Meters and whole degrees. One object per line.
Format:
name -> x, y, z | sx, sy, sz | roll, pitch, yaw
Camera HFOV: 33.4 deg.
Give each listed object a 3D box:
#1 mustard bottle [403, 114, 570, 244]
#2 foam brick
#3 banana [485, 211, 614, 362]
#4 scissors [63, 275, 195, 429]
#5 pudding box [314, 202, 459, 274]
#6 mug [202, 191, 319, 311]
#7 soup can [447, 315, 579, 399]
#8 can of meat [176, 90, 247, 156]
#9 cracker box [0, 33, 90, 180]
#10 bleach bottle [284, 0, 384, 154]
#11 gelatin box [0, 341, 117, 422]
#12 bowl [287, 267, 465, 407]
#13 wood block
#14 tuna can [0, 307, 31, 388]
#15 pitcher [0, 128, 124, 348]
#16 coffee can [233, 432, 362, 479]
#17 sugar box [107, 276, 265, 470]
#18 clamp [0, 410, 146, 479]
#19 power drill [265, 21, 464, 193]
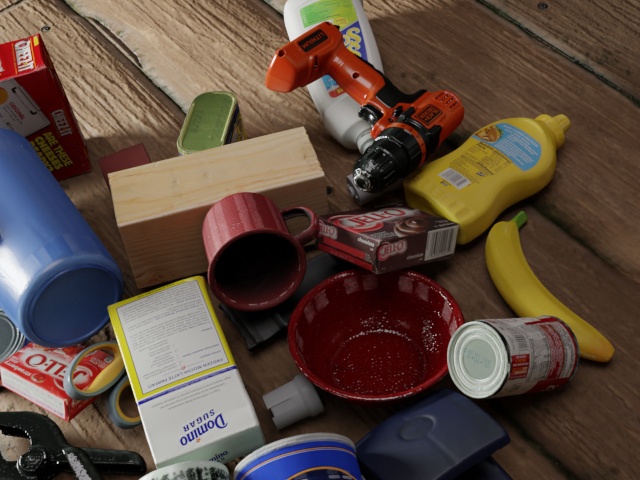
mustard bottle -> 0.186, -0.077, 1.108 | 0.191, 0.058, 0.096 | -34, 47, -18
foam brick -> -0.198, -0.055, 1.141 | 0.053, 0.078, 0.051 | -21, 52, -9
banana -> 0.205, 0.043, 1.018 | 0.069, 0.037, 0.198 | -19, 50, -5
scissors -> -0.160, 0.107, 1.032 | 0.096, 0.016, 0.201 | 54, 45, 1
pudding box -> 0.064, -0.004, 1.037 | 0.113, 0.039, 0.090 | -9, 23, -41
mug -> -0.057, 0.001, 1.012 | 0.117, 0.093, 0.081 | -28, 36, 3
soup can -> 0.168, 0.100, 0.925 | 0.102, 0.069, 0.069 | 1, 36, -43
can of meat -> -0.114, -0.100, 1.161 | 0.057, 0.084, 0.102 | 3, 51, 11
cracker box -> -0.381, -0.122, 1.171 | 0.213, 0.164, 0.072 | -17, 52, -5
bleach bottle -> 0.034, -0.191, 1.228 | 0.102, 0.068, 0.251 | -16, 52, -5
gelatin box -> -0.247, 0.126, 1.015 | 0.089, 0.030, 0.073 | 21, 37, 25
bowl -> 0.052, 0.098, 0.979 | 0.162, 0.055, 0.162 | -4, 43, 3
wood block -> -0.101, -0.035, 1.088 | 0.206, 0.091, 0.090 | -15, 44, -7
tuna can -> -0.327, 0.106, 1.057 | 0.086, 0.034, 0.086 | -5, 50, 5
pitcher -> -0.303, -0.004, 1.057 | 0.149, 0.145, 0.243 | -28, 47, -22
coffee can -> -0.005, 0.237, 0.837 | 0.103, 0.103, 0.140 | -15, 57, -3
sugar box -> -0.119, 0.118, 0.935 | 0.093, 0.048, 0.176 | -20, 53, -8
clamp -> -0.254, 0.213, 0.954 | 0.172, 0.039, 0.120 | 19, 53, 23
power drill -> 0.037, -0.139, 1.104 | 0.188, 0.057, 0.184 | 38, 45, 12
